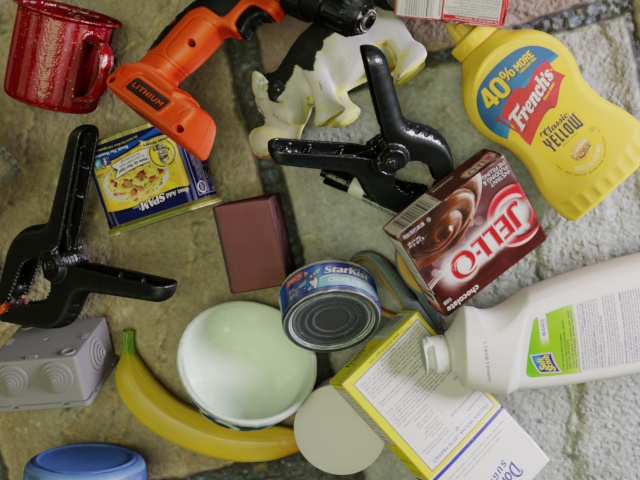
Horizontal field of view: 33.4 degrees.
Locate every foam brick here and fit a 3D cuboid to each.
[{"bbox_3d":[-0.056,0.001,0.928,0.051,0.053,0.078,-11,97,11],"label":"foam brick"}]

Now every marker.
[{"bbox_3d":[0.055,-0.035,0.922,0.121,0.020,0.020,26,101,5],"label":"marker"}]

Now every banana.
[{"bbox_3d":[-0.112,0.158,0.967,0.198,0.037,0.070,30,103,4],"label":"banana"}]

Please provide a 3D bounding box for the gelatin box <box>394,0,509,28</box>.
[{"bbox_3d":[0.108,-0.203,0.861,0.089,0.073,0.030,8,128,7],"label":"gelatin box"}]

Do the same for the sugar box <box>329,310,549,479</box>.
[{"bbox_3d":[0.101,0.152,0.900,0.093,0.048,0.176,-43,99,-14],"label":"sugar box"}]

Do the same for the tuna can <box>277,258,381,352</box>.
[{"bbox_3d":[0.008,0.057,0.903,0.086,0.034,0.086,-4,136,-4],"label":"tuna can"}]

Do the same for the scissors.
[{"bbox_3d":[0.111,0.073,0.925,0.202,0.016,0.096,43,114,1],"label":"scissors"}]

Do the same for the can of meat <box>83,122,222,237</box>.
[{"bbox_3d":[-0.148,-0.058,0.933,0.102,0.057,0.084,-18,93,11],"label":"can of meat"}]

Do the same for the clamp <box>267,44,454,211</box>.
[{"bbox_3d":[0.056,-0.081,0.862,0.171,0.039,0.120,23,123,-30],"label":"clamp"}]

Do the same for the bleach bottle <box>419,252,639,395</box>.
[{"bbox_3d":[0.205,0.064,0.862,0.251,0.068,0.102,-10,97,-2],"label":"bleach bottle"}]

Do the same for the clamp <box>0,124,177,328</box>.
[{"bbox_3d":[-0.215,0.024,0.928,0.210,0.036,0.164,-43,73,32],"label":"clamp"}]

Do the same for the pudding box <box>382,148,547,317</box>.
[{"bbox_3d":[0.119,-0.007,0.875,0.113,0.039,0.090,-36,115,-5],"label":"pudding box"}]

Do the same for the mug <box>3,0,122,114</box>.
[{"bbox_3d":[-0.216,-0.153,0.909,0.117,0.093,0.081,26,108,36],"label":"mug"}]

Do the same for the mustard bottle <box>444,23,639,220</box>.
[{"bbox_3d":[0.173,-0.114,0.872,0.191,0.058,0.096,46,105,1],"label":"mustard bottle"}]

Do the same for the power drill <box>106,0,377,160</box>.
[{"bbox_3d":[-0.068,-0.159,0.858,0.185,0.057,0.187,35,83,32],"label":"power drill"}]
